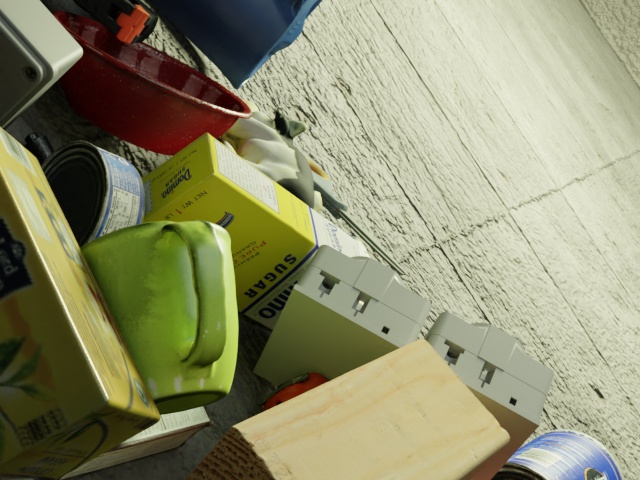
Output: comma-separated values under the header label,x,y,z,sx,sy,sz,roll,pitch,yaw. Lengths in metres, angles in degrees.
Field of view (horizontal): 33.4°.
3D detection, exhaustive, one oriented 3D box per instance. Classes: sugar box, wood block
label,x,y,z,sx,sy,sz,roll,pitch,yaw
sugar box,-0.055,0.001,0.769,0.176,0.093,0.048,36,32,-41
wood block,0.014,0.138,0.620,0.090,0.091,0.205,48,29,17

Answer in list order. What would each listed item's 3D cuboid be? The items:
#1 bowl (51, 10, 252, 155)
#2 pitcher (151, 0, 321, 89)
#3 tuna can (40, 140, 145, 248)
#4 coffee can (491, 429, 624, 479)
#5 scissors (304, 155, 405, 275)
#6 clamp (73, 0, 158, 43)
label,x,y,z,sx,sy,sz,roll,pitch,yaw
bowl,-0.133,-0.108,0.788,0.162,0.055,0.162,27,12,-7
pitcher,-0.113,-0.250,0.905,0.243,0.149,0.145,43,20,-6
tuna can,-0.150,-0.017,0.670,0.033,0.086,0.086,23,41,-47
coffee can,0.188,0.224,0.904,0.140,0.103,0.103,-4,62,-58
scissors,0.016,-0.033,0.949,0.202,0.016,0.096,42,13,19
clamp,-0.168,-0.194,0.840,0.120,0.039,0.172,16,24,-47
